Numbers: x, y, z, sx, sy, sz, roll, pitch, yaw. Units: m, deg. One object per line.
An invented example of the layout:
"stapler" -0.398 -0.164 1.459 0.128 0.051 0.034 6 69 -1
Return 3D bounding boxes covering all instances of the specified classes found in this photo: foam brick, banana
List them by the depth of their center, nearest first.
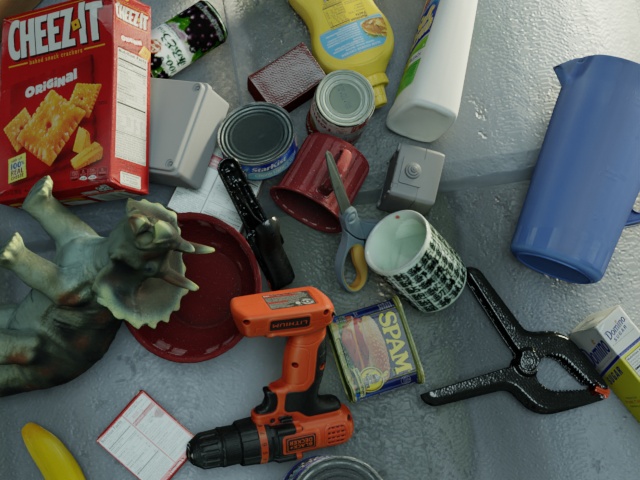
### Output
"banana" -0.271 0.287 1.123 0.069 0.037 0.198 -7 80 -8
"foam brick" -0.039 -0.180 1.230 0.078 0.051 0.053 -34 85 -11

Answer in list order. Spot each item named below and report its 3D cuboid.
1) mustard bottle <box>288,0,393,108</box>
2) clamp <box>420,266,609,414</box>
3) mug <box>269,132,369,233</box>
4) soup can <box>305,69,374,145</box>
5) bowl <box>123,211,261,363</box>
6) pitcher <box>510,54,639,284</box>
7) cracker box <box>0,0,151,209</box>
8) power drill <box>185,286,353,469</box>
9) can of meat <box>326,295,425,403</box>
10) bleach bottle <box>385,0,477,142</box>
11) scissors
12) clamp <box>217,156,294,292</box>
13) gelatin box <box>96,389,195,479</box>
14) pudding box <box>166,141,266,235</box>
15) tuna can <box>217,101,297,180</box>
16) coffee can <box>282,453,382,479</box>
"mustard bottle" 0.032 -0.243 1.245 0.096 0.058 0.191 -22 82 -11
"clamp" 0.221 0.146 1.201 0.210 0.036 0.164 28 76 -3
"mug" 0.006 -0.069 1.183 0.093 0.117 0.081 31 72 -7
"soup can" 0.022 -0.145 1.203 0.068 0.102 0.068 1 79 -6
"bowl" -0.136 0.051 1.159 0.162 0.055 0.162 -1 86 12
"pitcher" 0.315 -0.074 1.213 0.149 0.144 0.243 17 80 32
"cracker box" -0.268 -0.147 1.151 0.164 0.072 0.214 -6 79 28
"power drill" -0.054 0.148 1.118 0.184 0.057 0.188 -9 115 -20
"can of meat" 0.059 0.122 1.180 0.084 0.057 0.102 -17 82 -7
"bleach bottle" 0.144 -0.248 1.248 0.068 0.103 0.250 19 71 -11
"scissors" 0.044 -0.030 1.160 0.096 0.202 0.016 -31 46 -31
"clamp" -0.057 0.001 1.137 0.039 0.171 0.120 -26 41 -3
"gelatin box" -0.184 0.216 1.149 0.089 0.030 0.073 41 79 2
"pudding box" -0.112 -0.063 1.207 0.090 0.039 0.113 25 79 -2
"tuna can" -0.068 -0.108 1.168 0.086 0.034 0.086 -4 58 6
"coffee can" 0.011 0.273 1.102 0.102 0.140 0.103 1 79 -6
